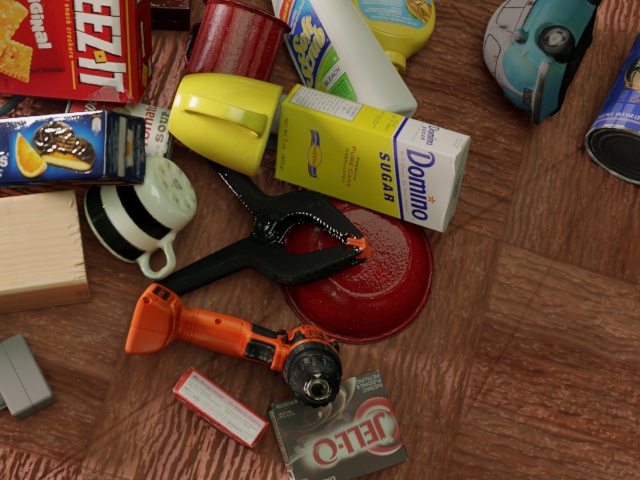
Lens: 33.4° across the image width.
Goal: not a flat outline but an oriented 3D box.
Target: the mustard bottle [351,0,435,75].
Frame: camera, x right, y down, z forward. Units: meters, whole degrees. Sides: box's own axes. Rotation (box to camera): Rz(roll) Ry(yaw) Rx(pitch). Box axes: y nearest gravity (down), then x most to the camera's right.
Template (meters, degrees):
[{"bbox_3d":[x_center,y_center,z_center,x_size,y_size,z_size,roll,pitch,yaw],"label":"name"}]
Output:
[{"bbox_3d":[0.073,-0.248,1.120,0.096,0.058,0.191,8,73,-12],"label":"mustard bottle"}]

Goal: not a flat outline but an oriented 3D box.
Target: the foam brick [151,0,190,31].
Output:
[{"bbox_3d":[-0.170,-0.248,1.088,0.078,0.053,0.051,1,74,-7],"label":"foam brick"}]

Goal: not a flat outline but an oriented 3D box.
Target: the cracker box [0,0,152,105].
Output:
[{"bbox_3d":[-0.266,-0.215,0.970,0.213,0.164,0.072,6,34,3],"label":"cracker box"}]

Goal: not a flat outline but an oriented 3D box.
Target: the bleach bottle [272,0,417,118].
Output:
[{"bbox_3d":[0.000,-0.208,1.088,0.067,0.103,0.251,-18,70,-35],"label":"bleach bottle"}]

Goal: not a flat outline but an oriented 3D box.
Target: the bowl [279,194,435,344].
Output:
[{"bbox_3d":[0.040,0.018,1.044,0.162,0.055,0.162,2,74,-7],"label":"bowl"}]

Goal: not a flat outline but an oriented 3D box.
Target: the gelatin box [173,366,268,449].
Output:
[{"bbox_3d":[-0.092,0.155,0.976,0.089,0.073,0.030,35,76,2],"label":"gelatin box"}]

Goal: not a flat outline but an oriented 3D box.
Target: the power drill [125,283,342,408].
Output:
[{"bbox_3d":[-0.073,0.094,0.941,0.187,0.184,0.057,17,92,-5],"label":"power drill"}]

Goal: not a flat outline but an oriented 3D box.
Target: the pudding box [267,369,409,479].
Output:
[{"bbox_3d":[0.016,0.181,1.003,0.113,0.039,0.090,-16,78,-12],"label":"pudding box"}]

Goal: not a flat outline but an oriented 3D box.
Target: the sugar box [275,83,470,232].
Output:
[{"bbox_3d":[0.047,-0.077,1.009,0.176,0.093,0.048,20,44,16],"label":"sugar box"}]

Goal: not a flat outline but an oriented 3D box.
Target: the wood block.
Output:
[{"bbox_3d":[-0.319,0.019,0.973,0.206,0.090,0.091,-8,77,-11],"label":"wood block"}]

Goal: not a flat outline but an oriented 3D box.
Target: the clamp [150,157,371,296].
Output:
[{"bbox_3d":[-0.057,0.001,1.012,0.210,0.036,0.164,16,76,22],"label":"clamp"}]

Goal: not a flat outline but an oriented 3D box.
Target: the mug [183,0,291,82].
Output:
[{"bbox_3d":[-0.094,-0.189,1.066,0.117,0.093,0.081,18,90,35],"label":"mug"}]

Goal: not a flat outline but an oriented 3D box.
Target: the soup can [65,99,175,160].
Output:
[{"bbox_3d":[-0.194,-0.104,1.037,0.102,0.068,0.068,13,73,-5],"label":"soup can"}]
